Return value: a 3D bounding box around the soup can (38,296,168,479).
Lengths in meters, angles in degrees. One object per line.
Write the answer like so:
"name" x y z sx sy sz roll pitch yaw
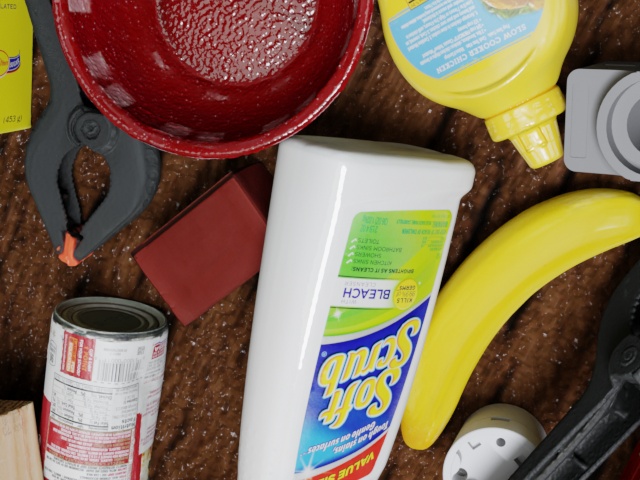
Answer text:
"soup can" -0.127 0.091 0.621 0.068 0.068 0.102 12 104 12

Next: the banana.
"banana" 0.101 0.033 0.564 0.198 0.037 0.069 -41 88 19

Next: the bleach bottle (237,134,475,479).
"bleach bottle" 0.009 0.075 0.556 0.068 0.102 0.251 23 107 51

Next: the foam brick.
"foam brick" -0.054 0.001 0.591 0.078 0.053 0.051 -37 90 20

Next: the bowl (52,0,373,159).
"bowl" -0.049 -0.123 0.536 0.162 0.055 0.162 1 98 11

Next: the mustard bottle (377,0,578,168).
"mustard bottle" 0.072 -0.125 0.527 0.096 0.058 0.191 -24 94 28

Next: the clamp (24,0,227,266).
"clamp" -0.132 -0.074 0.604 0.120 0.039 0.171 26 102 10
